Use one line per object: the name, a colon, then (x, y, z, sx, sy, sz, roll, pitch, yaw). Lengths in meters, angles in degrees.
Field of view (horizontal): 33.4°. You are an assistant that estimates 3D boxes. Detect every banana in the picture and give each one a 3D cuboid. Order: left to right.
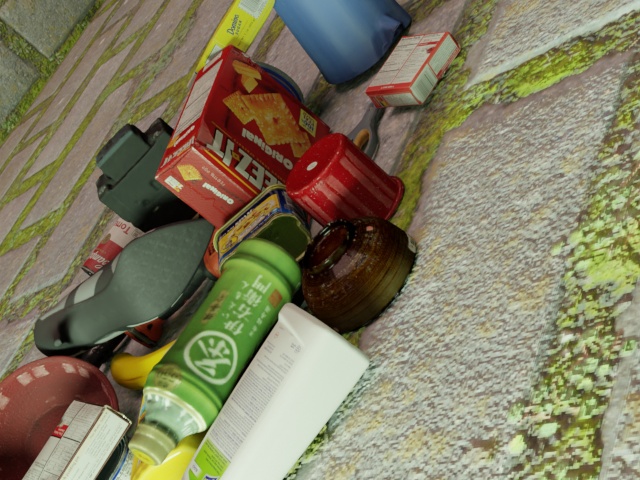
banana: (-0.189, 0.138, 1.193, 0.198, 0.037, 0.069, -21, 18, 46)

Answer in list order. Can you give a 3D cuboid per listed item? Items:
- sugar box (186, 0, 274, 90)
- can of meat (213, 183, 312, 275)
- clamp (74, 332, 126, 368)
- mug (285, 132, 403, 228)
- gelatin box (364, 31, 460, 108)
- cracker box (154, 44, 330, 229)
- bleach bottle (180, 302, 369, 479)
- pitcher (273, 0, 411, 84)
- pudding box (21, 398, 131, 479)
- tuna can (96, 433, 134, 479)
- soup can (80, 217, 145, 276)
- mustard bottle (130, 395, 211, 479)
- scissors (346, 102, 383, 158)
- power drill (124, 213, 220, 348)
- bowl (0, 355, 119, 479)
sugar box: (-0.115, -0.243, 1.331, 0.093, 0.048, 0.176, -61, 12, -19)
can of meat: (-0.057, 0.001, 1.064, 0.102, 0.057, 0.084, -40, 20, 9)
clamp: (-0.283, 0.142, 1.342, 0.171, 0.039, 0.120, -54, 26, -11)
mug: (0.022, -0.059, 1.054, 0.093, 0.081, 0.117, -34, 28, 32)
gelatin box: (0.101, -0.185, 1.159, 0.073, 0.030, 0.089, 4, 53, 51)
cracker box: (-0.078, -0.100, 1.192, 0.072, 0.164, 0.213, -36, 26, 32)
bleach bottle: (-0.065, 0.175, 0.879, 0.251, 0.068, 0.103, -54, 23, -5)
pitcher: (-0.016, -0.320, 1.313, 0.149, 0.242, 0.145, -32, 25, 21)
pudding box: (-0.250, 0.218, 1.079, 0.090, 0.039, 0.113, -4, 52, 57)
tuna can: (-0.212, 0.238, 1.078, 0.086, 0.033, 0.086, -39, 25, 22)
soup can: (-0.274, 0.017, 1.480, 0.102, 0.068, 0.069, -54, 24, -14)
mustard bottle: (-0.140, 0.172, 1.017, 0.096, 0.058, 0.191, -53, 21, 21)
scissors: (0.045, -0.133, 1.209, 0.096, 0.016, 0.201, -29, 30, 39)
power drill: (-0.165, 0.025, 1.275, 0.188, 0.057, 0.184, -44, 29, 15)
bowl: (-0.291, 0.211, 1.172, 0.162, 0.055, 0.162, -4, 60, 7)
